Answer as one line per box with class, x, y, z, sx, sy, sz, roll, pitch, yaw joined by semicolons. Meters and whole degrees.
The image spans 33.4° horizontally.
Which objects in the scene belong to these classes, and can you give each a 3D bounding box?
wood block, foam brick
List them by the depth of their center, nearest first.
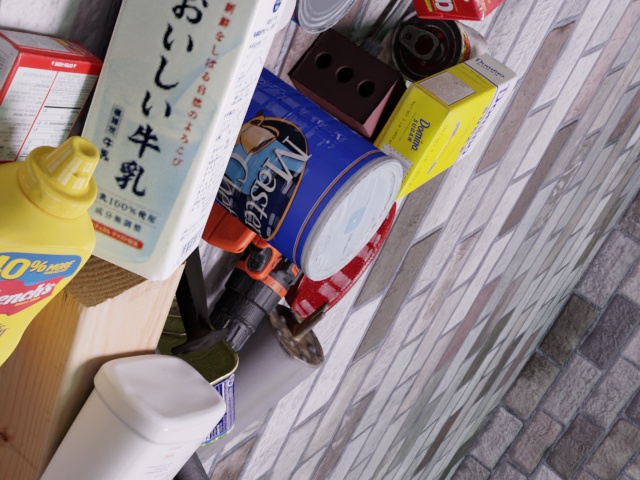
wood block;-0.177;0.078;0.730;0.090;0.091;0.206;-28;150;-48
foam brick;0.024;-0.124;0.855;0.053;0.078;0.051;-54;160;-3

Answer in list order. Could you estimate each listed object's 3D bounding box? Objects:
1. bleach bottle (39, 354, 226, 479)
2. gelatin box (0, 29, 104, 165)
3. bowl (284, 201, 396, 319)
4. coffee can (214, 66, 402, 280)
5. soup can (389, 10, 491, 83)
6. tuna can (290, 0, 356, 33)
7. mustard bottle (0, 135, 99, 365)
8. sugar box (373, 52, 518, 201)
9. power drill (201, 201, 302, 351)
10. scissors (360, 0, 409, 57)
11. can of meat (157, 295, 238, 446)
bleach bottle;-0.168;0.192;0.723;0.251;0.068;0.102;-54;160;14
gelatin box;-0.168;-0.069;0.585;0.089;0.030;0.073;-59;161;17
bowl;0.006;0.005;1.071;0.162;0.055;0.162;-44;159;-22
coffee can;-0.027;-0.053;0.765;0.102;0.140;0.103;-44;159;-22
soup can;0.113;-0.173;0.985;0.068;0.068;0.102;-58;161;15
tuna can;0.001;-0.191;0.748;0.086;0.034;0.086;-44;159;-22
mustard bottle;-0.179;0.012;0.585;0.096;0.058;0.192;6;137;-51
sugar box;0.104;-0.099;0.903;0.175;0.048;0.093;-29;154;-56
power drill;-0.056;0.001;0.905;0.184;0.057;0.187;-58;165;-13
scissors;0.041;-0.152;0.936;0.201;0.016;0.096;-49;162;-8
can of meat;-0.113;0.111;0.894;0.057;0.102;0.084;-26;140;-27
